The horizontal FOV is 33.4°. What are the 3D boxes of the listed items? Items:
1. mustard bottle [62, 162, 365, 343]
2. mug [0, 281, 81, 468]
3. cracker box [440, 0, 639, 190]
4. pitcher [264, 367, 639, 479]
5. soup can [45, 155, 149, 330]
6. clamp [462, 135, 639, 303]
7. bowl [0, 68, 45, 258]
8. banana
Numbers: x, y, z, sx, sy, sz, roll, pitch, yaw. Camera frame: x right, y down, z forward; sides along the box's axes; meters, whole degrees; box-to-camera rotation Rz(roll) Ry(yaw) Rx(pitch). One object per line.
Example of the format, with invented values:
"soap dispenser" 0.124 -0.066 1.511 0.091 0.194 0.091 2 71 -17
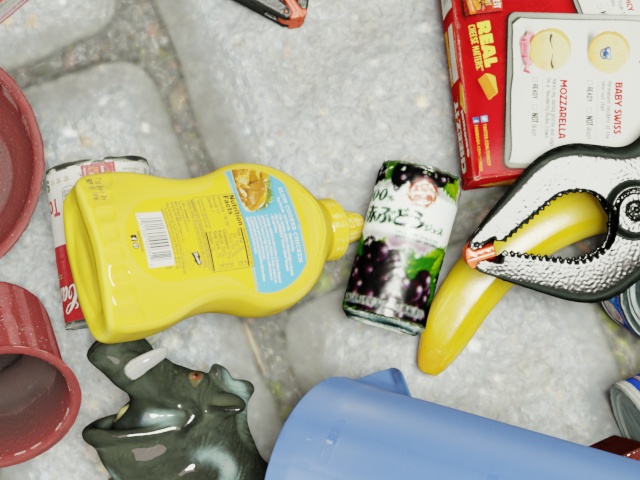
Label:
"mustard bottle" -0.055 0.001 0.654 0.191 0.058 0.096 -8 73 -32
"mug" -0.208 0.072 0.650 0.093 0.081 0.117 -42 130 6
"cracker box" 0.189 -0.126 0.680 0.213 0.072 0.164 -7 87 0
"pitcher" 0.093 0.170 0.578 0.243 0.144 0.149 8 101 32
"soup can" -0.136 0.002 0.682 0.068 0.068 0.102 -9 85 1
"clamp" 0.190 -0.010 0.626 0.210 0.036 0.164 -23 89 5
"bowl" -0.253 -0.046 0.695 0.162 0.055 0.162 0 86 2
"banana" 0.137 0.012 0.688 0.198 0.037 0.069 -29 85 -1
